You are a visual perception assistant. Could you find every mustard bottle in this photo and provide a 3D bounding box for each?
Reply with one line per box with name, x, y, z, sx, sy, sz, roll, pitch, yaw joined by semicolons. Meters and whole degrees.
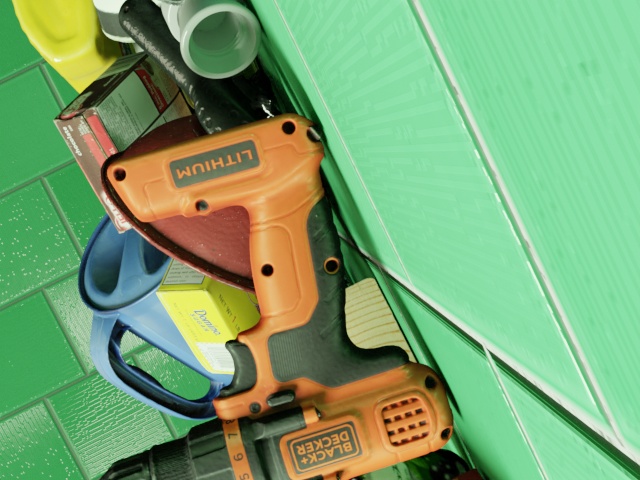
mustard bottle;-0.183;-0.155;0.835;0.191;0.058;0.096;77;170;-81

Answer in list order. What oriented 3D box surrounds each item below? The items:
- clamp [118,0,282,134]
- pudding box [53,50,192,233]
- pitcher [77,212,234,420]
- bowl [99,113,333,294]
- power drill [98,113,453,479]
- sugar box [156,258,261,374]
clamp;-0.044;-0.077;0.635;0.120;0.039;0.172;14;-148;-48
pudding box;-0.127;-0.072;0.741;0.090;0.039;0.113;64;-152;-24
pitcher;-0.079;0.068;0.894;0.242;0.149;0.145;43;-165;-38
bowl;-0.050;-0.032;0.658;0.162;0.055;0.162;26;-159;-11
power drill;-0.043;0.042;0.530;0.057;0.184;0.187;-143;36;-85
sugar box;-0.055;0.001;0.776;0.093;0.048;0.176;65;-146;-42
